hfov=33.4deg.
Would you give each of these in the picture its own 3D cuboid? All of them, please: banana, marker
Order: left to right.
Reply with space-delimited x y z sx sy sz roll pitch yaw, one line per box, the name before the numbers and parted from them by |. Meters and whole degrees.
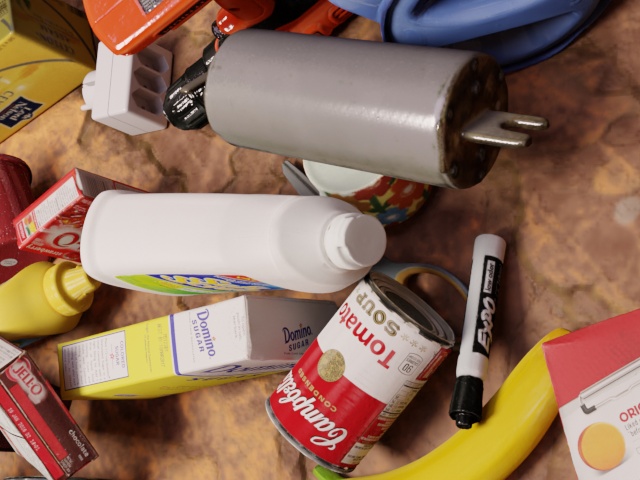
banana | 0.074 0.124 0.624 0.198 0.037 0.070 -33 61 25
marker | 0.091 0.052 0.619 0.020 0.020 0.121 -8 55 34

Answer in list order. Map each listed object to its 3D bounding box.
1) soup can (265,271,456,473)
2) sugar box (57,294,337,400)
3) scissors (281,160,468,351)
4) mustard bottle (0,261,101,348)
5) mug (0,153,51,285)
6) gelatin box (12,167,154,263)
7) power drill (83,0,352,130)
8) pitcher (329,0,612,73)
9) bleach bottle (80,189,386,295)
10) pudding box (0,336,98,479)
soup can | 0.024 0.077 0.633 0.102 0.068 0.069 -52 54 12
sugar box | -0.082 0.075 0.708 0.177 0.093 0.048 -14 77 37
scissors | 0.021 0.027 0.701 0.202 0.016 0.096 32 98 37
mustard bottle | -0.244 0.061 0.834 0.192 0.096 0.058 -24 86 28
mug | -0.275 -0.005 0.888 0.081 0.093 0.117 62 145 25
gelatin box | -0.173 -0.014 0.807 0.073 0.089 0.030 -35 60 24
power drill | -0.071 -0.144 0.708 0.185 0.187 0.057 -37 75 19
pitcher | 0.076 -0.232 0.654 0.145 0.149 0.243 -23 62 29
bleach bottle | -0.054 0.001 0.667 0.251 0.102 0.068 -2 75 55
pudding box | -0.205 0.114 0.737 0.039 0.090 0.114 -37 19 -24
